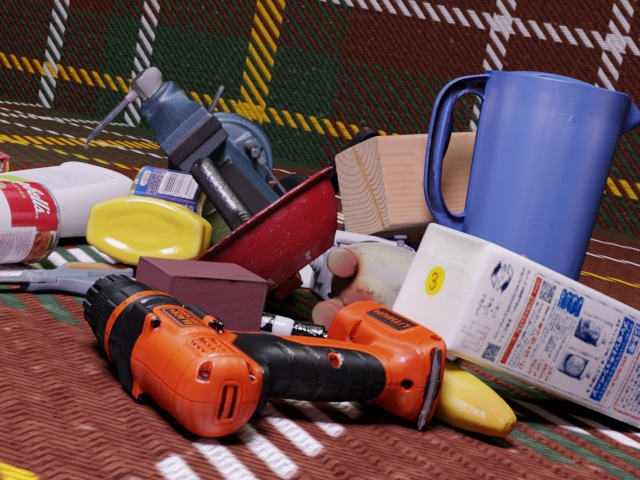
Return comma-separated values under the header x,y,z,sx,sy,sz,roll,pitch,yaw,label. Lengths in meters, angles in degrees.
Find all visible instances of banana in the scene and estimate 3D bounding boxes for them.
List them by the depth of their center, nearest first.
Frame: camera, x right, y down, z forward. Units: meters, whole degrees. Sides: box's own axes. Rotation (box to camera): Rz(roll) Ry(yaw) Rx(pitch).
x,y,z,sx,sy,sz,roll,pitch,yaw,label
0.073,0.085,0.713,0.069,0.037,0.198,9,7,-7,banana

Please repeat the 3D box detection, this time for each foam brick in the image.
x,y,z,sx,sy,sz,roll,pitch,yaw,label
-0.084,0.044,0.733,0.078,0.051,0.053,6,10,-33,foam brick

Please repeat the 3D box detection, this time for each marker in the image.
x,y,z,sx,sy,sz,roll,pitch,yaw,label
-0.052,0.060,0.786,0.121,0.020,0.020,12,7,6,marker

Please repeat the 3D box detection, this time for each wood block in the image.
x,y,z,sx,sy,sz,roll,pitch,yaw,label
0.131,-0.058,1.083,0.205,0.091,0.090,-5,-7,-27,wood block

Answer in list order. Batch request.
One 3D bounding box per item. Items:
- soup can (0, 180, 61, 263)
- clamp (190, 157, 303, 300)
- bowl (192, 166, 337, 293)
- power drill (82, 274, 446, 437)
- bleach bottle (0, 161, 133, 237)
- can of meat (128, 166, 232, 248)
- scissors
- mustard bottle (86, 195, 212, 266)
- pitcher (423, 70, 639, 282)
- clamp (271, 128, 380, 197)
x,y,z,sx,sy,sz,roll,pitch,yaw,label
-0.264,-0.014,0.836,0.069,0.068,0.102,16,9,32,soup can
-0.057,0.001,1.004,0.120,0.039,0.172,38,14,-50,clamp
-0.041,0.008,0.862,0.055,0.162,0.162,54,10,0,bowl
-0.035,0.064,0.637,0.187,0.057,0.185,4,14,-31,power drill
-0.277,-0.033,0.993,0.103,0.068,0.250,14,10,21,bleach bottle
-0.139,-0.031,1.095,0.084,0.057,0.102,11,-24,17,can of meat
-0.190,0.034,0.784,0.096,0.016,0.201,14,8,23,scissors
-0.147,-0.008,0.961,0.096,0.058,0.191,7,0,-2,mustard bottle
0.182,-0.033,0.980,0.149,0.243,0.144,18,10,42,pitcher
-0.006,-0.041,1.181,0.036,0.164,0.210,9,-3,-40,clamp
